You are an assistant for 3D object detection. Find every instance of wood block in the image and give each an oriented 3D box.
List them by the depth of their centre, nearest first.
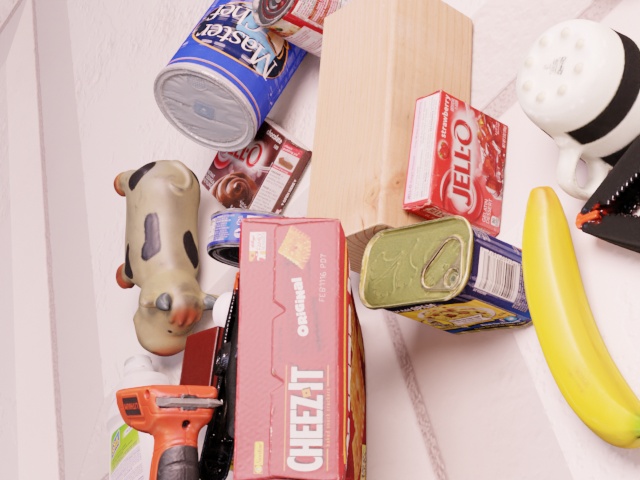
[{"bbox_3d":[0.055,-0.084,0.828,0.091,0.090,0.206,-20,58,47],"label":"wood block"}]

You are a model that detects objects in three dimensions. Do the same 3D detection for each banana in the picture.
[{"bbox_3d":[0.161,0.054,0.655,0.198,0.037,0.070,-108,33,-42],"label":"banana"}]

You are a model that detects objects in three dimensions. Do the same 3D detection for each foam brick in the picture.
[{"bbox_3d":[-0.089,0.122,0.945,0.053,0.051,0.078,-18,58,48],"label":"foam brick"}]

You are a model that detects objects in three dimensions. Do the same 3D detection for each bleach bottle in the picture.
[{"bbox_3d":[-0.154,0.206,0.979,0.103,0.068,0.251,-45,40,29],"label":"bleach bottle"}]

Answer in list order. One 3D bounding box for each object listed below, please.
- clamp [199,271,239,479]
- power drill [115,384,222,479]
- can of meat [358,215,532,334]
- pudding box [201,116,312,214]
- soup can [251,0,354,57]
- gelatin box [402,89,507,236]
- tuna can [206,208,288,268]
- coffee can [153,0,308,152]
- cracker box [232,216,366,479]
[{"bbox_3d":[-0.061,0.099,0.831,0.120,0.039,0.171,142,138,-60],"label":"clamp"},{"bbox_3d":[-0.123,0.204,0.803,0.185,0.057,0.187,-20,69,59],"label":"power drill"},{"bbox_3d":[0.091,0.027,0.728,0.102,0.083,0.057,-13,63,50],"label":"can of meat"},{"bbox_3d":[-0.062,-0.070,1.017,0.090,0.039,0.114,-62,36,9],"label":"pudding box"},{"bbox_3d":[0.000,-0.202,0.949,0.069,0.102,0.068,-28,52,43],"label":"soup can"},{"bbox_3d":[0.099,-0.053,0.768,0.030,0.073,0.089,-14,62,49],"label":"gelatin box"},{"bbox_3d":[-0.056,0.001,0.934,0.086,0.086,0.034,-12,65,50],"label":"tuna can"},{"bbox_3d":[-0.077,-0.167,0.991,0.103,0.102,0.140,-16,37,48],"label":"coffee can"},{"bbox_3d":[-0.008,0.097,0.721,0.213,0.072,0.164,77,-168,-70],"label":"cracker box"}]
